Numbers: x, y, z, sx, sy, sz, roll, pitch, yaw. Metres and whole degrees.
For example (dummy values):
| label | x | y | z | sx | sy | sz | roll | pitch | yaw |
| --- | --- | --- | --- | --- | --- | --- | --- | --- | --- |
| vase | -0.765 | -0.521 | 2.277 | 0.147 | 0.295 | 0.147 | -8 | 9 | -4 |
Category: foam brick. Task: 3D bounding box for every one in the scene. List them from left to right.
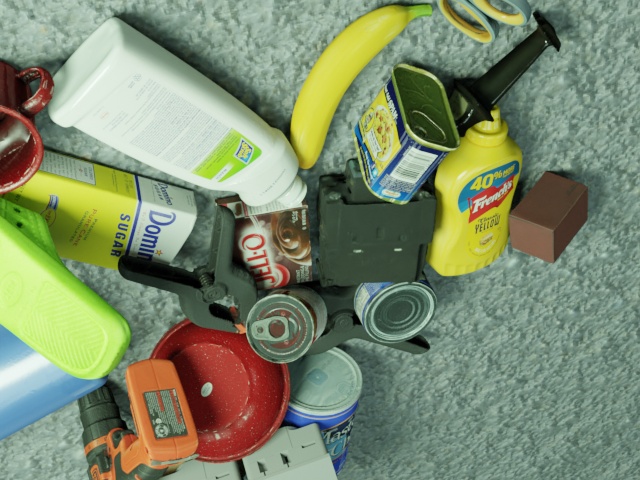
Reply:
| label | x | y | z | sx | sy | sz | roll | pitch | yaw |
| --- | --- | --- | --- | --- | --- | --- | --- | --- | --- |
| foam brick | 0.240 | -0.024 | 1.117 | 0.078 | 0.053 | 0.051 | -45 | 143 | -29 |

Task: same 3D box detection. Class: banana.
| label | x | y | z | sx | sy | sz | roll | pitch | yaw |
| --- | --- | --- | --- | --- | --- | --- | --- | --- | --- |
| banana | 0.020 | -0.144 | 0.971 | 0.069 | 0.037 | 0.198 | 23 | 122 | -33 |

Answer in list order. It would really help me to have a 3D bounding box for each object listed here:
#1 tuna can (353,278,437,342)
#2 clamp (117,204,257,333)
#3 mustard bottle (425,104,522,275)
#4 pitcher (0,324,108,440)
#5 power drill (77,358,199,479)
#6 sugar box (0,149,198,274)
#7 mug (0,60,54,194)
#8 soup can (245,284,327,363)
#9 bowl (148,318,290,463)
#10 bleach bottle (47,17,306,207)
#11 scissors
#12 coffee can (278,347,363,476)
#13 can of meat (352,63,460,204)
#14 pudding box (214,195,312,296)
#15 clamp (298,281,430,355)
| label | x | y | z | sx | sy | sz | roll | pitch | yaw |
| --- | --- | --- | --- | --- | --- | --- | --- | --- | --- |
| tuna can | 0.081 | 0.068 | 1.142 | 0.086 | 0.034 | 0.086 | -10 | 127 | -13 |
| clamp | -0.121 | 0.042 | 1.047 | 0.120 | 0.039 | 0.171 | -17 | 136 | 2 |
| mustard bottle | 0.158 | -0.056 | 1.079 | 0.096 | 0.058 | 0.192 | -21 | 136 | -24 |
| pitcher | -0.344 | 0.135 | 1.058 | 0.243 | 0.145 | 0.149 | -26 | 163 | 1 |
| power drill | -0.194 | 0.197 | 1.098 | 0.057 | 0.184 | 0.188 | -6 | 149 | -32 |
| sugar box | -0.213 | -0.023 | 1.002 | 0.176 | 0.048 | 0.093 | 16 | 127 | -28 |
| mug | -0.269 | -0.104 | 0.883 | 0.117 | 0.081 | 0.093 | -33 | 133 | 14 |
| soup can | -0.032 | 0.083 | 1.089 | 0.068 | 0.102 | 0.068 | 1 | 94 | 8 |
| bowl | -0.115 | 0.154 | 1.118 | 0.162 | 0.162 | 0.055 | -23 | 171 | 4 |
| bleach bottle | -0.113 | -0.092 | 0.955 | 0.103 | 0.068 | 0.250 | -41 | 131 | 20 |
| scissors | 0.104 | -0.229 | 0.897 | 0.201 | 0.096 | 0.016 | 37 | 69 | -41 |
| coffee can | -0.011 | 0.203 | 1.238 | 0.102 | 0.103 | 0.140 | -4 | 133 | -14 |
| can of meat | 0.076 | -0.096 | 0.982 | 0.057 | 0.102 | 0.084 | 13 | 136 | -27 |
| pudding box | -0.057 | 0.001 | 1.079 | 0.090 | 0.039 | 0.113 | -11 | 134 | -8 |
| clamp | 0.027 | 0.071 | 1.173 | 0.209 | 0.036 | 0.165 | -6 | 126 | -11 |
